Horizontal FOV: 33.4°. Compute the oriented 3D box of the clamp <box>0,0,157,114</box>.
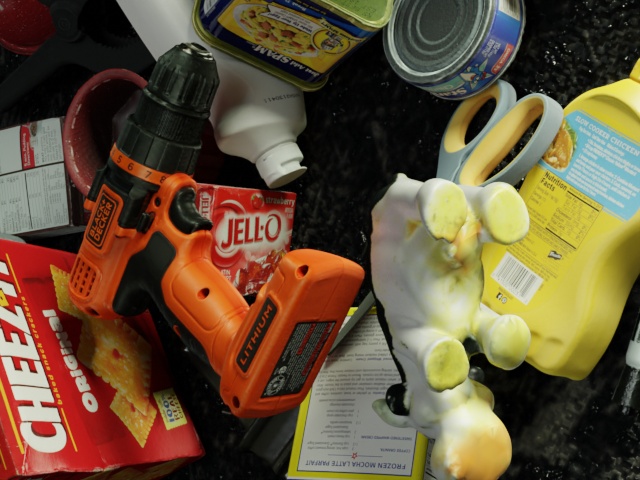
[{"bbox_3d":[-0.187,-0.159,0.802,0.210,0.036,0.165,11,124,13],"label":"clamp"}]

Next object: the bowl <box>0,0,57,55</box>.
[{"bbox_3d":[-0.245,-0.233,0.855,0.162,0.055,0.162,0,89,32],"label":"bowl"}]

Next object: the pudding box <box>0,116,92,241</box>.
[{"bbox_3d":[-0.227,-0.047,0.849,0.114,0.039,0.090,-7,87,34],"label":"pudding box"}]

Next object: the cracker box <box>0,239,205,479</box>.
[{"bbox_3d":[-0.179,0.087,0.711,0.072,0.213,0.164,-30,72,16],"label":"cracker box"}]

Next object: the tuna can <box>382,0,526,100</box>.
[{"bbox_3d":[0.079,-0.131,0.647,0.086,0.033,0.086,-13,71,42],"label":"tuna can"}]

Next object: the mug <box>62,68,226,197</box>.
[{"bbox_3d":[-0.121,-0.057,0.755,0.093,0.081,0.117,1,89,32],"label":"mug"}]

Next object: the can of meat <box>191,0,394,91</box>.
[{"bbox_3d":[-0.016,-0.148,0.664,0.084,0.102,0.057,-32,42,54],"label":"can of meat"}]

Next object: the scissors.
[{"bbox_3d":[0.064,-0.022,0.649,0.202,0.016,0.096,-44,32,25],"label":"scissors"}]

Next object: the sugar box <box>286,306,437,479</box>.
[{"bbox_3d":[0.031,0.128,0.641,0.093,0.048,0.176,-5,65,33],"label":"sugar box"}]

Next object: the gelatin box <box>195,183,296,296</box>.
[{"bbox_3d":[-0.055,0.001,0.707,0.030,0.089,0.073,8,93,34],"label":"gelatin box"}]

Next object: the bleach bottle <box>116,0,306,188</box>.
[{"bbox_3d":[-0.084,-0.149,0.713,0.068,0.102,0.251,-36,78,48],"label":"bleach bottle"}]

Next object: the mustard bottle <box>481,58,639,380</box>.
[{"bbox_3d":[0.155,-0.025,0.591,0.096,0.058,0.192,46,113,49],"label":"mustard bottle"}]

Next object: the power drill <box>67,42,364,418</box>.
[{"bbox_3d":[-0.063,-0.002,0.622,0.188,0.057,0.184,38,113,35],"label":"power drill"}]
